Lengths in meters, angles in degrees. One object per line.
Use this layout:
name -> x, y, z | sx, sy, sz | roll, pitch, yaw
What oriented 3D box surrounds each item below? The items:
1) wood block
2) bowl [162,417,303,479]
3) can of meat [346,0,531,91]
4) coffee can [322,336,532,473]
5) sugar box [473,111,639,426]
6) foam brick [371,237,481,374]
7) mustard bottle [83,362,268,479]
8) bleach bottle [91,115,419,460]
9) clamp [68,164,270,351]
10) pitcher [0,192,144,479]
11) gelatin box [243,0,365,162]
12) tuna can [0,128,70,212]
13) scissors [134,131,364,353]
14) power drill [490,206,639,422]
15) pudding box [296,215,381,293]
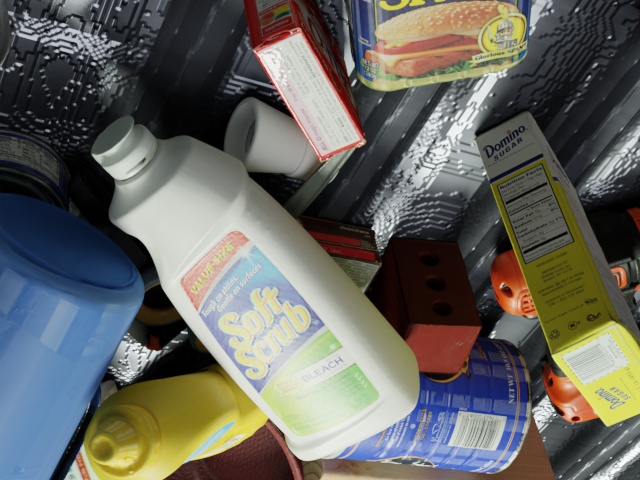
wood block -> 0.075, 0.184, 0.870 | 0.205, 0.091, 0.090 | 9, 133, -20
bowl -> -0.072, 0.170, 0.816 | 0.162, 0.055, 0.162 | 9, 111, 24
can of meat -> 0.062, -0.131, 0.563 | 0.102, 0.057, 0.084 | -9, 140, -1
coffee can -> 0.068, 0.114, 0.786 | 0.140, 0.103, 0.103 | 10, 133, -21
sugar box -> 0.147, 0.013, 0.643 | 0.048, 0.176, 0.093 | -29, 134, 15
foam brick -> 0.071, 0.045, 0.732 | 0.053, 0.078, 0.051 | 5, 136, -16
mustard bottle -> -0.093, 0.115, 0.667 | 0.096, 0.058, 0.191 | -29, 172, 12
bleach bottle -> -0.045, 0.028, 0.624 | 0.103, 0.068, 0.250 | -28, 125, 21
clamp -> -0.111, 0.010, 0.686 | 0.120, 0.039, 0.172 | 9, 133, -19
pitcher -> -0.196, 0.099, 0.614 | 0.145, 0.149, 0.243 | 30, 103, -13
gelatin box -> -0.009, -0.098, 0.569 | 0.030, 0.073, 0.089 | -23, 136, 12
tuna can -> -0.193, -0.024, 0.637 | 0.086, 0.034, 0.086 | -6, 137, -6
scissors -> -0.054, 0.001, 0.651 | 0.096, 0.016, 0.202 | 8, 133, -22
power drill -> 0.225, 0.050, 0.787 | 0.184, 0.057, 0.187 | -16, 135, 5
pudding box -> -0.022, 0.033, 0.730 | 0.090, 0.039, 0.114 | 11, 130, -21
